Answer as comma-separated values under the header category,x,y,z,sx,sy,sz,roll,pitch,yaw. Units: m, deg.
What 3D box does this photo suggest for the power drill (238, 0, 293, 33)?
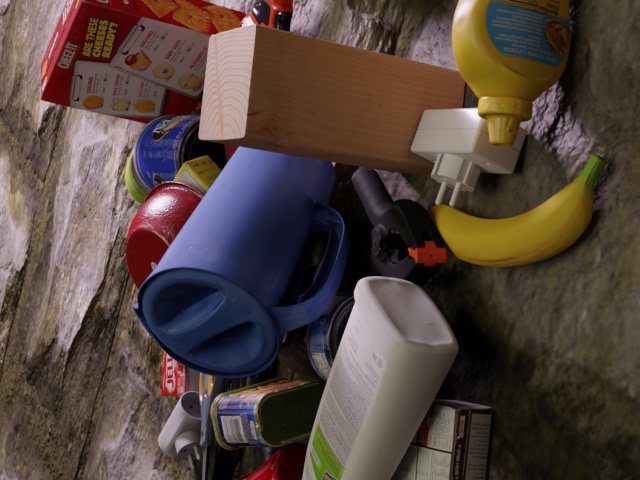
category,x,y,z,sx,sy,sz,roll,pitch,yaw
power drill,-0.037,-0.249,1.132,0.184,0.057,0.188,-118,36,-48

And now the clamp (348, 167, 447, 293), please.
category,x,y,z,sx,sy,sz,roll,pitch,yaw
clamp,0.062,-0.009,0.935,0.172,0.039,0.120,176,87,-69

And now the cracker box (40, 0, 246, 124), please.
category,x,y,z,sx,sy,sz,roll,pitch,yaw
cracker box,-0.213,-0.225,1.296,0.164,0.213,0.072,-53,38,40

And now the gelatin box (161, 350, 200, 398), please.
category,x,y,z,sx,sy,sz,roll,pitch,yaw
gelatin box,-0.171,0.150,1.327,0.073,0.030,0.089,-11,75,58

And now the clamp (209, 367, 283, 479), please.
category,x,y,z,sx,sy,sz,roll,pitch,yaw
clamp,-0.087,0.169,1.177,0.165,0.036,0.210,-42,47,51

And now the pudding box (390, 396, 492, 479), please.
category,x,y,z,sx,sy,sz,roll,pitch,yaw
pudding box,0.090,0.175,0.880,0.114,0.039,0.090,-1,82,61

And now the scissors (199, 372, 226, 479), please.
category,x,y,z,sx,sy,sz,roll,pitch,yaw
scissors,-0.120,0.204,1.175,0.096,0.016,0.202,123,149,-55

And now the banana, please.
category,x,y,z,sx,sy,sz,roll,pitch,yaw
banana,0.146,-0.011,0.831,0.198,0.037,0.069,-16,48,55

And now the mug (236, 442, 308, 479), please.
category,x,y,z,sx,sy,sz,roll,pitch,yaw
mug,-0.023,0.255,1.016,0.117,0.093,0.082,51,128,11

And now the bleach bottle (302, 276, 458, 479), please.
category,x,y,z,sx,sy,sz,roll,pitch,yaw
bleach bottle,0.029,0.159,0.888,0.251,0.068,0.103,-68,30,27

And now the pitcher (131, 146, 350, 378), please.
category,x,y,z,sx,sy,sz,roll,pitch,yaw
pitcher,-0.057,0.001,1.003,0.145,0.149,0.242,-54,8,44

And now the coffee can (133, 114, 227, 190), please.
category,x,y,z,sx,sy,sz,roll,pitch,yaw
coffee can,-0.151,-0.100,1.275,0.141,0.102,0.103,10,92,59

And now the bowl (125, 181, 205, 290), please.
category,x,y,z,sx,sy,sz,roll,pitch,yaw
bowl,-0.159,0.021,1.143,0.162,0.055,0.162,20,122,36

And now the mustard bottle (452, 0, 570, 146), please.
category,x,y,z,sx,sy,sz,roll,pitch,yaw
mustard bottle,0.145,-0.166,0.801,0.058,0.096,0.191,1,85,59

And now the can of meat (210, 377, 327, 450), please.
category,x,y,z,sx,sy,sz,roll,pitch,yaw
can of meat,-0.042,0.168,1.038,0.084,0.101,0.057,-14,88,55

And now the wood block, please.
category,x,y,z,sx,sy,sz,roll,pitch,yaw
wood block,0.012,-0.114,0.905,0.090,0.205,0.091,7,90,60

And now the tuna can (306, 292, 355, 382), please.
category,x,y,z,sx,sy,sz,roll,pitch,yaw
tuna can,0.032,0.089,0.948,0.034,0.086,0.086,-8,77,57
